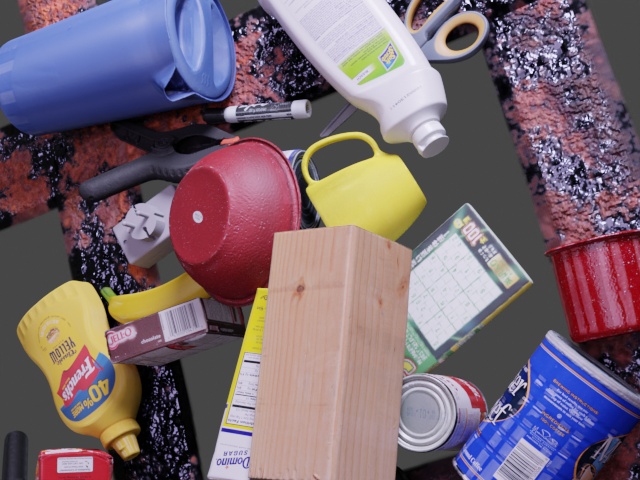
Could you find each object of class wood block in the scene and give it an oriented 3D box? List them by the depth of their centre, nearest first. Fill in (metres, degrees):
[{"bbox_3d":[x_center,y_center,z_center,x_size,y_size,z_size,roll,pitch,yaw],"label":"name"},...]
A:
[{"bbox_3d":[0.010,0.100,0.892,0.091,0.090,0.206,-6,72,38],"label":"wood block"}]

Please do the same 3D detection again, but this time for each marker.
[{"bbox_3d":[-0.067,-0.132,1.102,0.121,0.020,0.020,-2,81,23],"label":"marker"}]

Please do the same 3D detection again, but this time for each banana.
[{"bbox_3d":[-0.146,0.044,1.095,0.198,0.037,0.069,-22,65,17],"label":"banana"}]

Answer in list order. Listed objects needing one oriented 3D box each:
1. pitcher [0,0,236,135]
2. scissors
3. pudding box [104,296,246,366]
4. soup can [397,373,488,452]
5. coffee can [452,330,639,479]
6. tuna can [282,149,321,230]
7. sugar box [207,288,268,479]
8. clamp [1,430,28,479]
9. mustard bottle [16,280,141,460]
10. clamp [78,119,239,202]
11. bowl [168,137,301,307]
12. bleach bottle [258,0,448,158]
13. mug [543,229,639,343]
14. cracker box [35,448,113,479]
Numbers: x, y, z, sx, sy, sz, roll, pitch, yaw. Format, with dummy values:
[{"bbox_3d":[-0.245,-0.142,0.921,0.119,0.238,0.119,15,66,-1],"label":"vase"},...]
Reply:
[{"bbox_3d":[-0.218,-0.193,1.128,0.243,0.149,0.145,-10,92,25],"label":"pitcher"},{"bbox_3d":[0.088,-0.164,1.042,0.096,0.016,0.202,35,96,24],"label":"scissors"},{"bbox_3d":[-0.142,0.093,1.059,0.114,0.090,0.039,-18,76,19],"label":"pudding box"},{"bbox_3d":[0.102,0.152,0.937,0.069,0.102,0.068,-4,80,23],"label":"soup can"},{"bbox_3d":[0.193,0.161,0.896,0.103,0.102,0.140,38,97,24],"label":"coffee can"},{"bbox_3d":[-0.028,-0.045,1.035,0.034,0.086,0.086,-5,79,21],"label":"tuna can"},{"bbox_3d":[-0.045,0.139,0.946,0.048,0.093,0.176,3,65,18],"label":"sugar box"},{"bbox_3d":[-0.310,0.291,1.066,0.036,0.210,0.164,7,90,-19],"label":"clamp"},{"bbox_3d":[-0.239,0.143,1.110,0.096,0.058,0.192,-39,69,14],"label":"mustard bottle"},{"bbox_3d":[-0.166,-0.082,1.103,0.172,0.039,0.120,2,52,24],"label":"clamp"},{"bbox_3d":[-0.092,-0.020,0.990,0.162,0.055,0.162,-9,77,45],"label":"bowl"},{"bbox_3d":[0.039,-0.175,1.023,0.103,0.068,0.251,-39,63,15],"label":"bleach bottle"},{"bbox_3d":[0.255,0.038,0.906,0.117,0.093,0.081,-9,81,-15],"label":"mug"},{"bbox_3d":[-0.238,0.309,1.026,0.072,0.164,0.214,1,80,-15],"label":"cracker box"}]
